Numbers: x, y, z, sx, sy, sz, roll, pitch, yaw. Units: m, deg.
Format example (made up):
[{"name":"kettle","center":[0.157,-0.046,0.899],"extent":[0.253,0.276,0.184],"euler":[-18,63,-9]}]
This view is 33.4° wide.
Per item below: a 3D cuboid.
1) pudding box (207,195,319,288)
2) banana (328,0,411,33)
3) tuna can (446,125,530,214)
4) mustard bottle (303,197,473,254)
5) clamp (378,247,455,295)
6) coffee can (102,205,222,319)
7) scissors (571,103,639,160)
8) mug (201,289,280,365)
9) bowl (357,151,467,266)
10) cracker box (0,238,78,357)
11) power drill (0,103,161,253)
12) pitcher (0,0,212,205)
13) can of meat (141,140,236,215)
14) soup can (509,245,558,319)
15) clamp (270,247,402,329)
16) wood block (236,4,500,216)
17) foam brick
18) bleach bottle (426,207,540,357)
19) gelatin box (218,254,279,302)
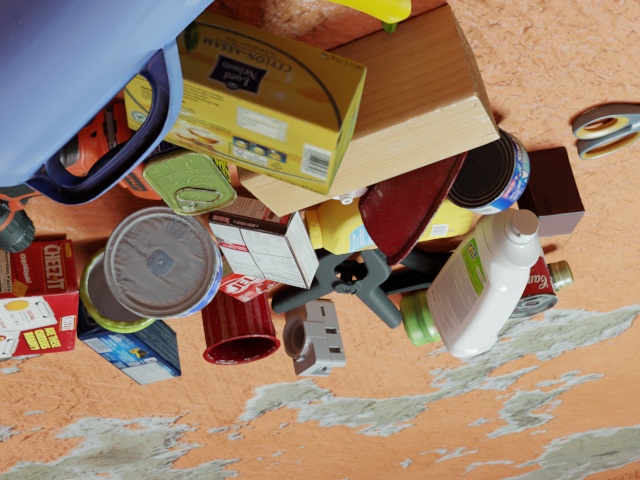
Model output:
[{"name":"pudding box","center":[-0.057,0.001,1.088],"extent":[0.090,0.039,0.113],"euler":[10,154,19]},{"name":"banana","center":[-0.001,-0.185,0.777],"extent":[0.197,0.037,0.070],"euler":[7,148,-35]},{"name":"tuna can","center":[0.159,-0.069,1.036],"extent":[0.086,0.086,0.033],"euler":[-29,152,32]},{"name":"mustard bottle","center":[0.060,-0.023,1.121],"extent":[0.191,0.058,0.096],"euler":[-10,161,-3]},{"name":"clamp","center":[0.139,0.041,1.317],"extent":[0.171,0.039,0.120],"euler":[6,156,-20]},{"name":"coffee can","center":[-0.148,0.024,1.027],"extent":[0.102,0.103,0.140],"euler":[-10,177,-4]},{"name":"scissors","center":[0.336,-0.135,1.056],"extent":[0.202,0.016,0.096],"euler":[-30,150,34]},{"name":"mug","center":[-0.092,0.097,1.282],"extent":[0.093,0.081,0.117],"euler":[-27,151,29]},{"name":"bowl","center":[0.080,-0.058,0.990],"extent":[0.055,0.162,0.162],"euler":[28,146,-6]},{"name":"cracker box","center":[-0.365,0.066,1.113],"extent":[0.213,0.072,0.164],"euler":[-5,155,-17]},{"name":"power drill","center":[-0.237,-0.049,0.940],"extent":[0.187,0.057,0.184],"euler":[-15,158,4]},{"name":"pitcher","center":[-0.157,-0.139,0.691],"extent":[0.243,0.145,0.149],"euler":[-32,145,32]},{"name":"can of meat","center":[-0.114,-0.081,0.894],"extent":[0.057,0.084,0.102],"euler":[-16,155,9]},{"name":"soup can","center":[0.235,0.033,1.264],"extent":[0.068,0.102,0.068],"euler":[-9,155,-5]},{"name":"clamp","center":[0.021,0.045,1.261],"extent":[0.164,0.036,0.210],"euler":[3,149,2]},{"name":"wood block","center":[0.034,-0.105,0.902],"extent":[0.206,0.090,0.090],"euler":[-19,155,15]},{"name":"foam brick","center":[0.237,-0.049,1.121],"extent":[0.053,0.078,0.051],"euler":[-7,156,-7]},{"name":"bleach bottle","center":[0.185,0.041,1.164],"extent":[0.068,0.102,0.251],"euler":[-16,160,-17]},{"name":"gelatin box","center":[-0.073,0.031,1.198],"extent":[0.089,0.030,0.073],"euler":[-29,151,16]}]
